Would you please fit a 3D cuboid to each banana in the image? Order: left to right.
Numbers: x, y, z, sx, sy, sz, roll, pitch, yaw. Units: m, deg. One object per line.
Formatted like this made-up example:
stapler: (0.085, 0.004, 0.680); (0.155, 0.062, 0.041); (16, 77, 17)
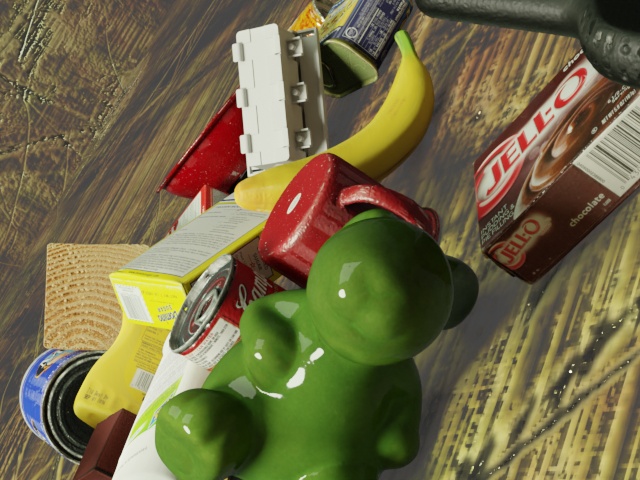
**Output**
banana: (0.025, -0.069, 0.751); (0.197, 0.070, 0.037); (-46, -13, -29)

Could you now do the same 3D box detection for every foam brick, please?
foam brick: (-0.132, 0.167, 0.781); (0.053, 0.078, 0.051); (-35, 30, 50)

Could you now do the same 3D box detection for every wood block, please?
wood block: (-0.195, 0.051, 0.996); (0.206, 0.090, 0.091); (154, 117, -85)

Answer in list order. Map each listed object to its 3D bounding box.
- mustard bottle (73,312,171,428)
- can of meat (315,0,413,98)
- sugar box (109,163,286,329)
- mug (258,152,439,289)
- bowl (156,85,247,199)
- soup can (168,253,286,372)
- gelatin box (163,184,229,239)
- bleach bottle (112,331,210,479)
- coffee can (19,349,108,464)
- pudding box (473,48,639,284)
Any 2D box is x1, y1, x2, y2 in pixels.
mustard bottle: (-0.118, 0.073, 0.865); (0.058, 0.096, 0.191); (-51, 15, 58)
can of meat: (0.031, -0.187, 0.981); (0.084, 0.057, 0.102); (-61, 19, -18)
sugar box: (-0.055, 0.001, 0.762); (0.175, 0.048, 0.094); (-33, 25, -36)
mug: (0.020, -0.005, 0.663); (0.117, 0.081, 0.093); (-26, 36, 58)
bowl: (-0.089, -0.093, 1.035); (0.162, 0.055, 0.162); (-50, 7, 8)
soup can: (-0.032, 0.063, 0.654); (0.069, 0.102, 0.068); (-49, 19, 24)
gelatin box: (-0.114, 0.005, 0.978); (0.089, 0.030, 0.073); (-48, 33, 35)
bleach bottle: (-0.089, 0.120, 0.694); (0.103, 0.068, 0.250); (-50, 9, 25)
coffee can: (-0.218, 0.149, 0.992); (0.102, 0.102, 0.140); (-62, 19, -14)
pudding box: (0.125, -0.045, 0.529); (0.114, 0.039, 0.090); (-47, 20, 28)
